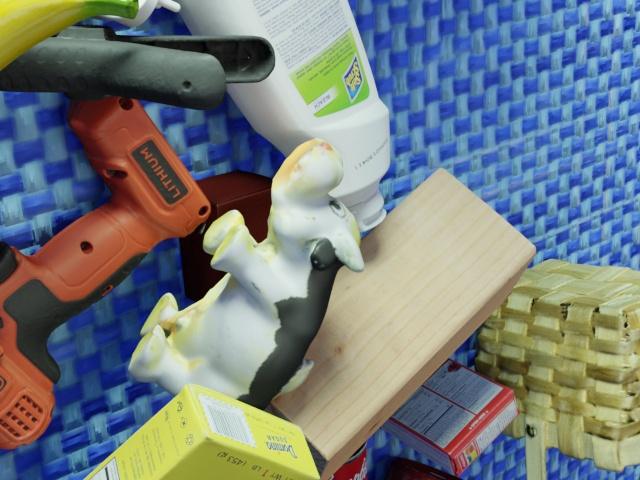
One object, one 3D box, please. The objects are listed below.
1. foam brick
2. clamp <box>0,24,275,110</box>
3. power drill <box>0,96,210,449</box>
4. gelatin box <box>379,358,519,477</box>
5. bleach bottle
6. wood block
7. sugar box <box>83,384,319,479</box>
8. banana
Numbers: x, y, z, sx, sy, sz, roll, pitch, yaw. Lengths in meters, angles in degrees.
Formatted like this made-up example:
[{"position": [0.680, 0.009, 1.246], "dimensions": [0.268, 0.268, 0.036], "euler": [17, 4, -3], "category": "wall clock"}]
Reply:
[{"position": [-0.054, 0.001, 0.668], "dimensions": [0.052, 0.051, 0.078], "euler": [-18, 116, -34], "category": "foam brick"}, {"position": [-0.110, -0.086, 0.521], "dimensions": [0.171, 0.120, 0.039], "euler": [0, 100, 1], "category": "clamp"}, {"position": [-0.162, 0.000, 0.573], "dimensions": [0.187, 0.057, 0.184], "euler": [-46, 133, -15], "category": "power drill"}, {"position": [0.095, 0.130, 0.816], "dimensions": [0.073, 0.089, 0.030], "euler": [-39, 128, -23], "category": "gelatin box"}, {"position": [-0.024, -0.110, 0.620], "dimensions": [0.102, 0.068, 0.251], "euler": [-40, 119, -29], "category": "bleach bottle"}, {"position": [0.039, 0.059, 0.720], "dimensions": [0.205, 0.090, 0.091], "euler": [-42, 165, -23], "category": "wood block"}, {"position": [-0.095, 0.160, 0.602], "dimensions": [0.176, 0.048, 0.093], "euler": [-45, 132, 16], "category": "sugar box"}, {"position": [-0.165, -0.050, 0.463], "dimensions": [0.198, 0.070, 0.037], "euler": [-52, 170, -1], "category": "banana"}]
